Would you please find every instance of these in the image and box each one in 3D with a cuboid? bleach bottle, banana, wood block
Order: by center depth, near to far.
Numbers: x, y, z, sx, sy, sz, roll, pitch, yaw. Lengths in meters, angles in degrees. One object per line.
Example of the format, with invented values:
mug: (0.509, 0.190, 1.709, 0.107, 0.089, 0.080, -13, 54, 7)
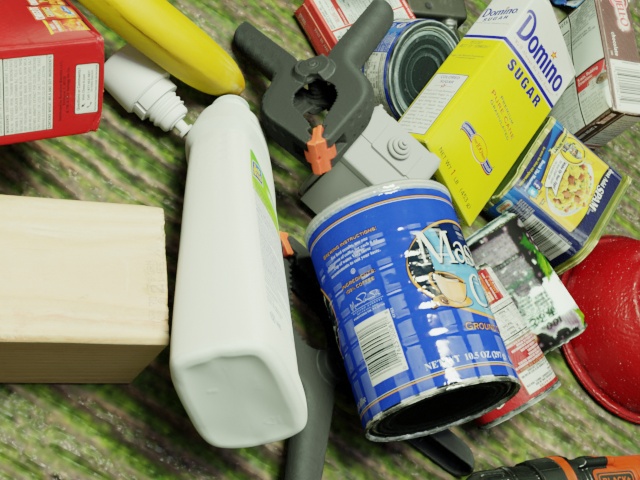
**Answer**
wood block: (-0.201, 0.029, 0.619, 0.205, 0.091, 0.090, 4, 67, -24)
bleach bottle: (-0.055, 0.001, 0.687, 0.068, 0.102, 0.251, -12, 45, 6)
banana: (-0.116, -0.151, 0.717, 0.197, 0.037, 0.070, 37, 16, -32)

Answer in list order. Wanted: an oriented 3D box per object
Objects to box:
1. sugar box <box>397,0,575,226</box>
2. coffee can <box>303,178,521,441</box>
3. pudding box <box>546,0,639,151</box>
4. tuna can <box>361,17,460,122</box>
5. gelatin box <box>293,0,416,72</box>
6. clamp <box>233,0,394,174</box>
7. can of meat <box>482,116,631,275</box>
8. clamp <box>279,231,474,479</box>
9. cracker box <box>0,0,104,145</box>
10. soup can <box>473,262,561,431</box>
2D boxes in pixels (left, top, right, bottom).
sugar box: (0.129, -0.106, 0.823, 0.176, 0.048, 0.093, -51, 131, -21)
coffee can: (0.057, 0.045, 0.689, 0.102, 0.103, 0.140, -5, 63, -27)
pudding box: (0.224, -0.137, 0.891, 0.039, 0.090, 0.113, 7, 67, -22)
tuna can: (0.072, -0.128, 0.824, 0.085, 0.034, 0.086, -10, 105, -38)
gelatin box: (0.033, -0.168, 0.849, 0.089, 0.030, 0.073, -26, 83, -32)
clamp: (0.006, -0.116, 0.751, 0.120, 0.039, 0.171, -19, 47, 4)
can of meat: (0.187, -0.037, 0.852, 0.084, 0.058, 0.102, 40, 58, -4)
clamp: (0.001, 0.095, 0.716, 0.164, 0.036, 0.210, -22, 79, -40)
cracker box: (-0.255, -0.111, 0.622, 0.213, 0.072, 0.164, -12, 39, -28)
soup can: (0.116, 0.075, 0.765, 0.068, 0.069, 0.102, -26, 82, -32)
